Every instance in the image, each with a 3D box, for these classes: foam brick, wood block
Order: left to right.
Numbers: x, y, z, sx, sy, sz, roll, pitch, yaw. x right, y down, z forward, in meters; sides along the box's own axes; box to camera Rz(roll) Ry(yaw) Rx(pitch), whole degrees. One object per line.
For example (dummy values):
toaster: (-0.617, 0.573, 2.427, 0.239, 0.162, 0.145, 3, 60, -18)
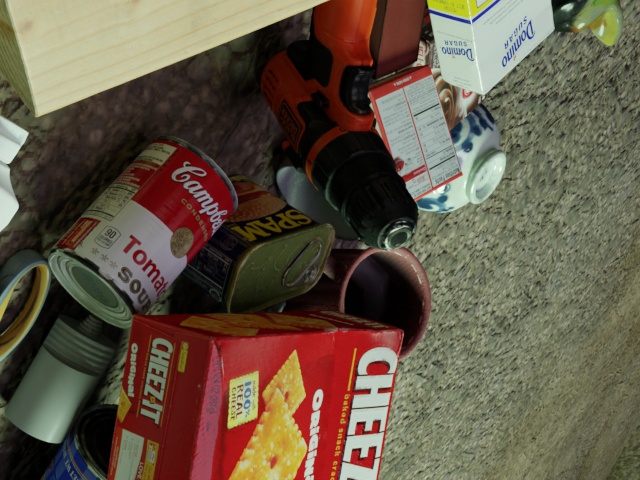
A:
wood block: (-0.065, -0.151, 0.503, 0.205, 0.091, 0.090, -27, 142, -22)
foam brick: (0.040, -0.163, 0.752, 0.051, 0.053, 0.078, -32, 142, -39)

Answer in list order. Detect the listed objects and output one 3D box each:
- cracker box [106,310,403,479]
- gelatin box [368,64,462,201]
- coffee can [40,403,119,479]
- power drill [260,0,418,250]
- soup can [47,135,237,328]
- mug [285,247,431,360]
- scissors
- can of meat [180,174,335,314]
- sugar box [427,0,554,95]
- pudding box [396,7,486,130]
cracker box: (-0.036, 0.130, 0.681, 0.213, 0.072, 0.164, 5, 96, -55)
gelatin box: (0.060, -0.074, 0.768, 0.073, 0.030, 0.089, -29, 107, -42)
coffee can: (-0.155, 0.199, 0.735, 0.140, 0.103, 0.102, -56, 154, 17)
power drill: (0.026, -0.111, 0.639, 0.057, 0.184, 0.188, -5, 132, -29)
soup can: (-0.107, -0.006, 0.647, 0.102, 0.069, 0.068, -52, 153, -27)
mug: (0.018, 0.041, 0.835, 0.117, 0.082, 0.093, 38, 69, -31)
scissors: (-0.225, 0.091, 0.625, 0.202, 0.016, 0.096, -59, 154, 1)
can of meat: (-0.055, 0.001, 0.734, 0.101, 0.084, 0.057, -19, 134, -50)
sugar box: (0.111, -0.198, 0.729, 0.093, 0.048, 0.176, -42, 140, -25)
pudding box: (0.103, -0.145, 0.886, 0.089, 0.039, 0.113, -40, 148, -30)
